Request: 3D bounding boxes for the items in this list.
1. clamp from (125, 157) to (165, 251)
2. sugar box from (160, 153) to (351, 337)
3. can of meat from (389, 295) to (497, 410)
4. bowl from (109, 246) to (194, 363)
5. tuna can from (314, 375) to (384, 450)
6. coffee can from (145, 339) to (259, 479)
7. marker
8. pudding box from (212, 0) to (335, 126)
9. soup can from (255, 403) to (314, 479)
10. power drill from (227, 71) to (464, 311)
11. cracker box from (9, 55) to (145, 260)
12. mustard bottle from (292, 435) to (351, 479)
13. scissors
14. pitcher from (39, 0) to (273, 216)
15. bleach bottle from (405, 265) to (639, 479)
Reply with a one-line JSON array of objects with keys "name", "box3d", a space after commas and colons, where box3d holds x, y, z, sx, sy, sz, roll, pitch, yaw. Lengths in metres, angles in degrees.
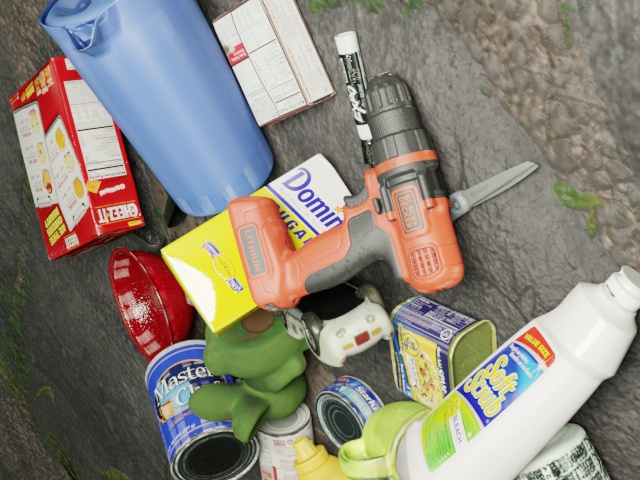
[{"name": "clamp", "box3d": [-0.263, -0.048, 1.351, 0.172, 0.039, 0.120, 4, 109, 46]}, {"name": "sugar box", "box3d": [-0.048, 0.003, 0.982, 0.093, 0.176, 0.048, 56, 172, 6]}, {"name": "can of meat", "box3d": [0.110, 0.108, 0.961, 0.084, 0.057, 0.102, 23, 131, 45]}, {"name": "bowl", "box3d": [-0.204, 0.076, 1.337, 0.162, 0.055, 0.162, 38, 139, 42]}, {"name": "tuna can", "box3d": [0.034, 0.189, 1.139, 0.086, 0.033, 0.086, 32, 137, 36]}, {"name": "coffee can", "box3d": [-0.138, 0.199, 1.231, 0.140, 0.102, 0.103, -117, 24, -46]}, {"name": "marker", "box3d": [0.035, -0.120, 0.924, 0.020, 0.020, 0.121, 11, 123, 49]}, {"name": "pudding box", "box3d": [-0.044, -0.168, 0.975, 0.090, 0.039, 0.113, -13, 105, 55]}, {"name": "soup can", "box3d": [-0.039, 0.244, 1.244, 0.069, 0.068, 0.102, 24, 131, 42]}, {"name": "power drill", "box3d": [0.016, -0.028, 0.895, 0.188, 0.057, 0.184, -19, 80, 27]}, {"name": "cracker box", "box3d": [-0.296, -0.098, 1.287, 0.164, 0.071, 0.214, -19, 86, 55]}, {"name": "mustard bottle", "box3d": [0.025, 0.303, 1.197, 0.191, 0.058, 0.096, 58, 156, -6]}, {"name": "scissors", "box3d": [0.102, -0.043, 0.897, 0.096, 0.016, 0.202, 52, 145, 13]}, {"name": "pitcher", "box3d": [-0.140, -0.150, 1.010, 0.145, 0.149, 0.242, 29, 154, 54]}, {"name": "bleach bottle", "box3d": [0.164, 0.112, 0.839, 0.068, 0.102, 0.251, 27, 120, -17]}]
